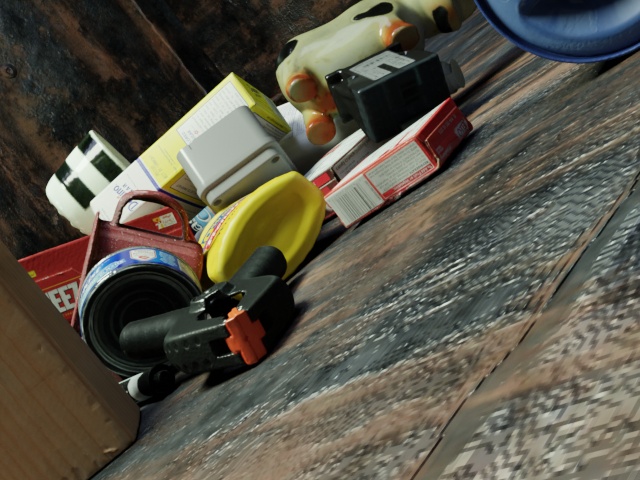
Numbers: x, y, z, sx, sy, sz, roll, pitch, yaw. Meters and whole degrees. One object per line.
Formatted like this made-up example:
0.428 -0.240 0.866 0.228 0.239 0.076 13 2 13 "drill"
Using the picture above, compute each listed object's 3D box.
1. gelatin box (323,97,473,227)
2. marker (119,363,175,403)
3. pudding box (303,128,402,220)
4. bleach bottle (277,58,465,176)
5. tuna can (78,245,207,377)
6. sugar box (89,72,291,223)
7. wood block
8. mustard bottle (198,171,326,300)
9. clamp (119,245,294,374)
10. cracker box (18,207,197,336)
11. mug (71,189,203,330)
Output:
0.054 -0.052 0.726 0.089 0.030 0.073 -33 8 35 "gelatin box"
-0.127 0.101 0.709 0.020 0.020 0.121 -43 9 -34 "marker"
0.023 -0.057 0.881 0.090 0.039 0.113 -29 14 50 "pudding box"
0.016 -0.104 1.000 0.251 0.068 0.102 -20 41 26 "bleach bottle"
-0.120 0.049 0.722 0.086 0.086 0.034 -38 23 3 "tuna can"
-0.115 -0.067 0.957 0.176 0.048 0.093 -38 -19 10 "sugar box"
-0.206 0.057 0.626 0.091 0.206 0.090 -38 7 -4 "wood block"
-0.056 0.001 0.820 0.096 0.058 0.192 -54 10 -11 "mustard bottle"
-0.051 0.040 0.635 0.120 0.039 0.172 -38 16 -18 "clamp"
-0.210 0.062 0.929 0.163 0.072 0.214 -23 -10 -33 "cracker box"
-0.131 0.021 0.779 0.093 0.081 0.117 -139 62 -76 "mug"
